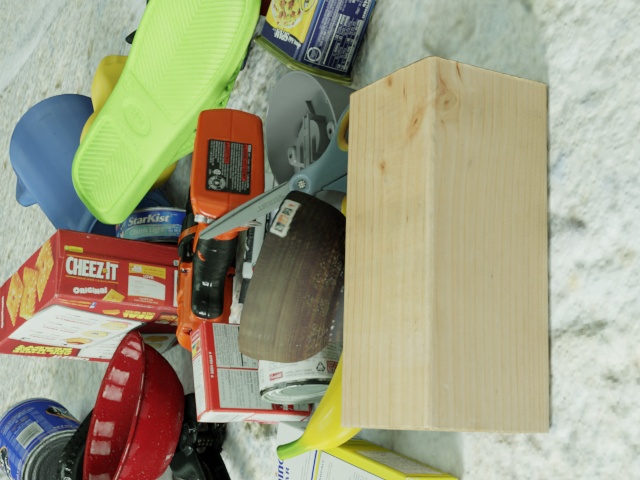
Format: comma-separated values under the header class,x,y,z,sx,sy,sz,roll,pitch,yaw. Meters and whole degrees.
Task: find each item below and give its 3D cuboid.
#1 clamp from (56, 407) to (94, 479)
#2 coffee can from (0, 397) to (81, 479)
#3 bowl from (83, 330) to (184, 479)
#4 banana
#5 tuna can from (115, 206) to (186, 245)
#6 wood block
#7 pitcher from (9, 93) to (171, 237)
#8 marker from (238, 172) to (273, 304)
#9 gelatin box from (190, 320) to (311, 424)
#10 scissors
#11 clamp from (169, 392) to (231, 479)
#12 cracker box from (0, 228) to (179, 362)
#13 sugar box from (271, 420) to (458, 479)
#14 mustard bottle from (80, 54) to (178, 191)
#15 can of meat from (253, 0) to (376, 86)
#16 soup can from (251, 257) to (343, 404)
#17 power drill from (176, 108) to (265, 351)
class,x,y,z,sx,sy,sz,roll,pitch,yaw
clamp,-0.254,0.275,1.107,0.036,0.164,0.210,2,74,22
coffee can,-0.309,0.246,1.217,0.141,0.102,0.103,14,95,59
bowl,-0.165,0.167,0.973,0.162,0.055,0.162,-50,31,45
banana,0.024,0.058,0.730,0.070,0.037,0.197,10,72,18
tuna can,-0.154,-0.004,1.027,0.086,0.086,0.034,-27,62,55
wood block,0.073,0.009,0.633,0.090,0.090,0.206,-15,71,58
pitcher,-0.238,-0.065,1.161,0.243,0.144,0.149,45,134,50
marker,-0.056,0.001,0.924,0.020,0.020,0.121,2,85,60
gelatin box,-0.054,0.104,0.828,0.030,0.089,0.073,-42,49,50
scissors,0.006,-0.029,0.747,0.202,0.016,0.096,-42,78,24
clamp,-0.103,0.185,0.943,0.172,0.039,0.120,-30,49,60
cracker box,-0.212,0.061,1.034,0.214,0.163,0.072,-30,56,53
sugar box,0.022,0.184,0.726,0.176,0.048,0.093,7,89,64
mustard bottle,-0.186,-0.101,1.053,0.058,0.096,0.191,-53,26,39
can of meat,-0.002,-0.178,0.837,0.102,0.057,0.084,46,121,54
soup can,-0.015,0.065,0.792,0.069,0.068,0.102,-33,56,53
power drill,-0.087,-0.023,0.899,0.188,0.057,0.184,107,163,-53
